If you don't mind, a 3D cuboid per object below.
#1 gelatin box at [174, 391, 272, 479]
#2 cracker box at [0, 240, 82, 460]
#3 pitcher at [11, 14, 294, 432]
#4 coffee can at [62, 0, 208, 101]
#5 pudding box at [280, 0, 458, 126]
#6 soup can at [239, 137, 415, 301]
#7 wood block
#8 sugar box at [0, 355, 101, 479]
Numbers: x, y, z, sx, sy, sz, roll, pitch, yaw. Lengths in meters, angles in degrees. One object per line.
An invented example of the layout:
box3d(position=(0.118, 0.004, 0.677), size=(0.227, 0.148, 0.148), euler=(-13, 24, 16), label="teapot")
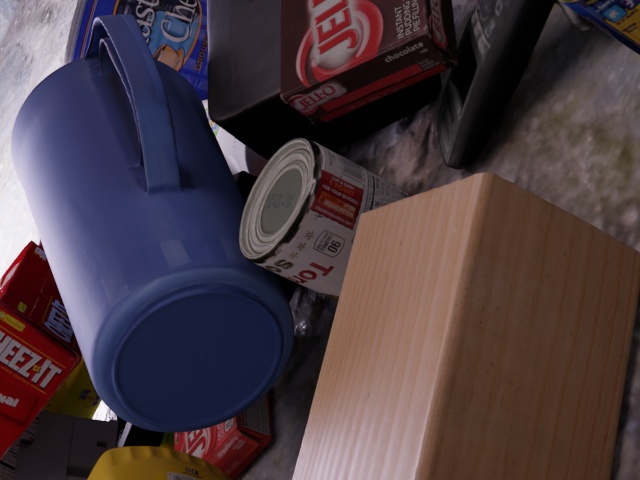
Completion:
box3d(position=(-0.064, 0.110, 0.676), size=(0.073, 0.030, 0.089), euler=(-49, 30, 30), label="gelatin box")
box3d(position=(-0.243, 0.119, 0.731), size=(0.214, 0.072, 0.164), euler=(-51, 15, 6), label="cracker box")
box3d(position=(-0.101, -0.013, 0.625), size=(0.145, 0.149, 0.243), euler=(-43, 39, 8), label="pitcher")
box3d(position=(-0.133, -0.165, 0.892), size=(0.103, 0.140, 0.103), euler=(-165, 91, -81), label="coffee can")
box3d(position=(0.023, -0.127, 0.571), size=(0.090, 0.039, 0.113), euler=(-20, 53, 29), label="pudding box")
box3d(position=(0.019, -0.001, 0.538), size=(0.069, 0.102, 0.068), euler=(-42, 34, 37), label="soup can")
box3d(position=(0.050, 0.090, 0.415), size=(0.091, 0.090, 0.206), euler=(-18, 53, 57), label="wood block")
box3d(position=(-0.225, 0.161, 0.853), size=(0.093, 0.048, 0.176), euler=(77, -145, -74), label="sugar box")
